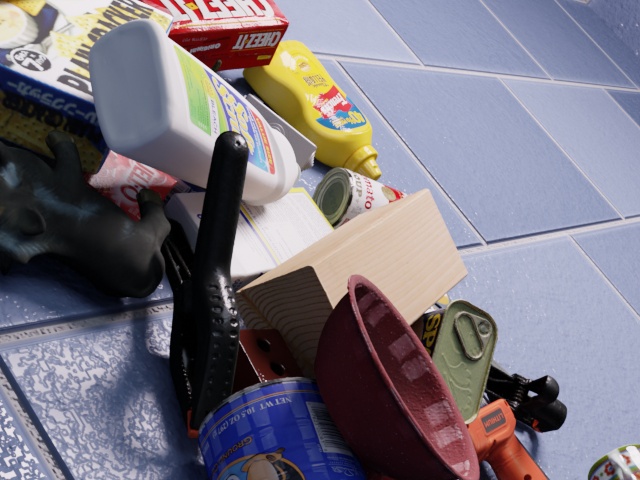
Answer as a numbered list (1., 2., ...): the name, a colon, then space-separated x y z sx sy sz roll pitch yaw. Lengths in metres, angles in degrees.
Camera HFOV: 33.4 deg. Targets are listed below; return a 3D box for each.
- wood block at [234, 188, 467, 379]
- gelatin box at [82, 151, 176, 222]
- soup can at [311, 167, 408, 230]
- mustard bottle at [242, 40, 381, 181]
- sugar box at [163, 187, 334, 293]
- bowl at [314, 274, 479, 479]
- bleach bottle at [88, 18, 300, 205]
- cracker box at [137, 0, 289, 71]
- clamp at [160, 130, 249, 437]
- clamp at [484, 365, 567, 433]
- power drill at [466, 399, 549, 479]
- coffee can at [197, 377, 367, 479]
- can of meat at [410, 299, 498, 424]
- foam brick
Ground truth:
1. wood block: 0.032 0.037 0.907 0.205 0.090 0.091 -33 99 -53
2. gelatin box: -0.167 -0.045 0.890 0.073 0.030 0.089 38 29 -8
3. soup can: 0.049 -0.028 1.095 0.102 0.069 0.068 20 36 -33
4. mustard bottle: 0.002 -0.139 1.197 0.192 0.058 0.096 51 38 15
5. sugar box: -0.056 0.001 0.950 0.175 0.048 0.093 -8 56 -51
6. bowl: 0.043 0.105 0.724 0.162 0.055 0.162 53 13 -18
7. bleach bottle: -0.086 -0.090 0.877 0.250 0.068 0.102 22 52 -63
8. cracker box: -0.157 -0.276 1.138 0.163 0.072 0.214 -15 60 -39
9. clamp: -0.091 0.043 0.790 0.036 0.165 0.210 6 72 -25
10. clamp: 0.192 0.146 0.997 0.120 0.039 0.171 21 -10 45
11. power drill: 0.171 0.234 0.902 0.188 0.057 0.184 54 27 15
12. coffee can: -0.015 0.176 0.700 0.102 0.103 0.140 16 38 -39
13. can of meat: 0.097 0.108 0.911 0.057 0.084 0.102 28 65 -21
14. foam brick: -0.046 0.111 0.804 0.052 0.051 0.078 4 46 -49
